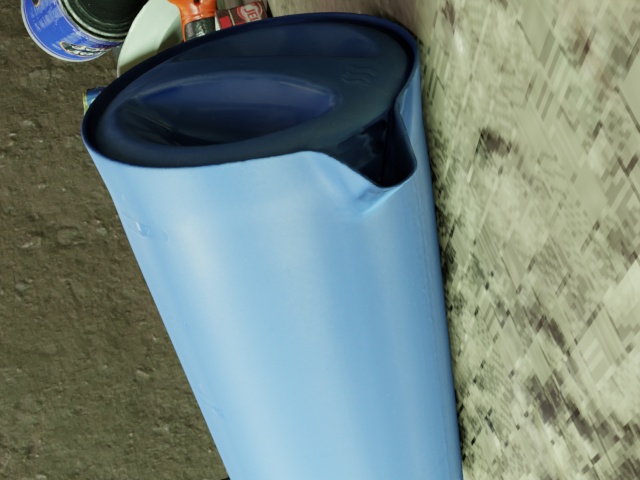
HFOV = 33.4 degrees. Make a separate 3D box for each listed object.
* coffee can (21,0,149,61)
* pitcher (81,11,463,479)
[{"bbox_3d":[-0.214,-0.227,0.997,0.141,0.102,0.103,4,110,63],"label":"coffee can"},{"bbox_3d":[-0.011,0.029,0.477,0.149,0.145,0.243,-82,-18,-57],"label":"pitcher"}]
